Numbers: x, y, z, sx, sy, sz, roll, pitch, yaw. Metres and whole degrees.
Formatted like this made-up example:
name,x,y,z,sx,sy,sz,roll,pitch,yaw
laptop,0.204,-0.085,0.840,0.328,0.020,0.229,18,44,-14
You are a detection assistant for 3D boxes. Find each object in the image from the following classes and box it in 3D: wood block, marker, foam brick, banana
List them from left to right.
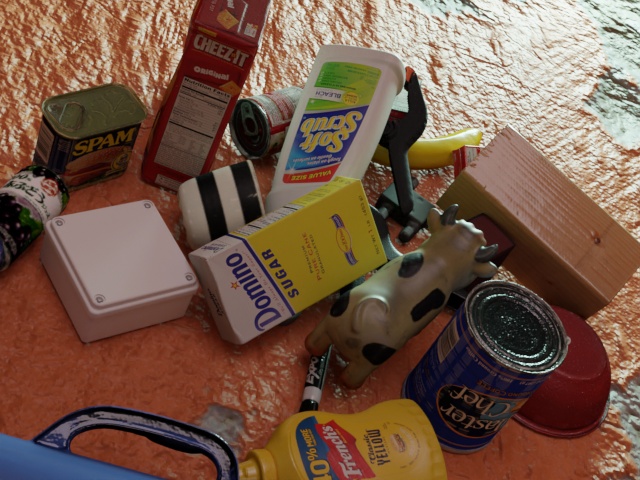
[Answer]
name,x,y,z,sx,sy,sz,roll,pitch,yaw
marker,-0.004,0.127,0.999,0.020,0.020,0.121,21,45,-8
banana,0.119,-0.112,1.266,0.197,0.037,0.070,0,53,-26
foam brick,0.159,0.019,1.137,0.051,0.078,0.053,-24,62,-39
wood block,0.240,-0.015,1.166,0.206,0.090,0.090,43,65,6

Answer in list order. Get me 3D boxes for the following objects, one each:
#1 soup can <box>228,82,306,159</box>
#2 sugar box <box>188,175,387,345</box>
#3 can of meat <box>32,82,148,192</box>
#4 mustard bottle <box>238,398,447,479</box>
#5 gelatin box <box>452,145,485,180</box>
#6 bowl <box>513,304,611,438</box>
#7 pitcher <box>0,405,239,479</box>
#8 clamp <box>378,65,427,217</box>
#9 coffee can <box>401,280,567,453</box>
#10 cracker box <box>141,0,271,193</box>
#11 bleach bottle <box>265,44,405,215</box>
name,x,y,z,sx,sy,sz,roll,pitch,yaw
soup can,-0.042,-0.134,1.184,0.102,0.069,0.068,-22,62,-39
sugar box,-0.027,0.017,1.004,0.176,0.048,0.093,-30,111,-26
can of meat,-0.229,-0.100,1.048,0.101,0.084,0.057,-22,63,-39
mustard bottle,0.010,0.192,0.919,0.191,0.058,0.096,-2,57,-27
gelatin box,0.199,-0.071,1.254,0.089,0.030,0.073,1,79,-24
bowl,0.240,0.120,1.100,0.162,0.055,0.162,14,45,-15
pitcher,-0.180,0.203,0.764,0.242,0.145,0.149,20,24,-4
clamp,0.077,-0.109,1.179,0.120,0.039,0.171,31,78,5
coffee can,0.150,0.119,0.994,0.102,0.140,0.103,14,46,-15
cracker box,-0.112,-0.175,1.081,0.072,0.214,0.164,19,45,-10
bleach bottle,0.010,-0.085,1.105,0.103,0.068,0.250,11,63,12
